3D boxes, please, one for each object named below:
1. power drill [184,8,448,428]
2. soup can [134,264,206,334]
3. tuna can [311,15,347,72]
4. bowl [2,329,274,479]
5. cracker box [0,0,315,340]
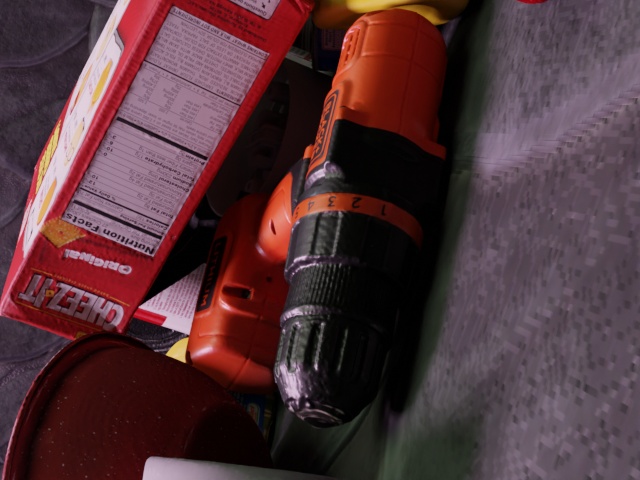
[{"bbox_3d":[-0.007,0.011,0.484,0.188,0.057,0.184,-43,28,58],"label":"power drill"},{"bbox_3d":[-0.097,0.025,0.715,0.068,0.102,0.068,-161,90,-77],"label":"soup can"},{"bbox_3d":[0.015,-0.134,0.583,0.086,0.034,0.086,5,-91,-87],"label":"tuna can"},{"bbox_3d":[-0.060,0.114,0.442,0.162,0.055,0.162,-10,-90,-69],"label":"bowl"},{"bbox_3d":[-0.087,-0.073,0.560,0.214,0.072,0.164,-57,21,23],"label":"cracker box"}]
